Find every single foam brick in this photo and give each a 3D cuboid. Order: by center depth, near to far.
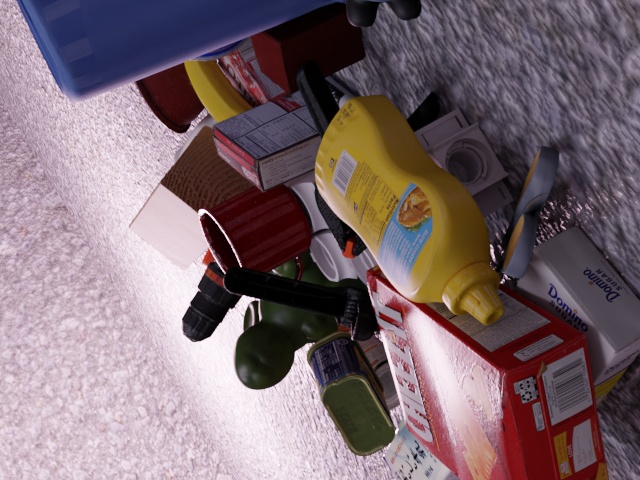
[{"bbox_3d":[-0.011,-0.166,0.883,0.053,0.078,0.051,44,154,43],"label":"foam brick"}]

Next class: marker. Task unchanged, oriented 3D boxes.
[{"bbox_3d":[0.013,-0.133,0.962,0.121,0.020,0.020,44,156,42],"label":"marker"}]

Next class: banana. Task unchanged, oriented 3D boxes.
[{"bbox_3d":[-0.093,-0.148,1.108,0.198,0.037,0.070,44,138,43],"label":"banana"}]

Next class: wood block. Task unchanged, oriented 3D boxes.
[{"bbox_3d":[-0.146,-0.044,1.238,0.091,0.090,0.206,38,158,-7],"label":"wood block"}]

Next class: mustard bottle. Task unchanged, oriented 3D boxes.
[{"bbox_3d":[0.068,-0.013,0.765,0.192,0.058,0.096,53,138,34],"label":"mustard bottle"}]

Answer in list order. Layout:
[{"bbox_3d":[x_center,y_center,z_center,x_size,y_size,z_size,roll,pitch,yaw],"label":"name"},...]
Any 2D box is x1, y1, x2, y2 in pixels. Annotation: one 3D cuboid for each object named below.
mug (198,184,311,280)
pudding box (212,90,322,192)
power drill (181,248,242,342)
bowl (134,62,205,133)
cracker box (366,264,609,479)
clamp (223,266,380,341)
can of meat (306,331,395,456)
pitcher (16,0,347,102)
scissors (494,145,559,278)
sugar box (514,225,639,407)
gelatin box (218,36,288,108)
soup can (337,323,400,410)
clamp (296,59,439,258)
[{"bbox_3d":[-0.057,0.001,1.052,0.117,0.081,0.093,63,162,-7],"label":"mug"},{"bbox_3d":[-0.030,-0.095,0.983,0.090,0.113,0.039,41,151,47],"label":"pudding box"},{"bbox_3d":[-0.105,0.027,1.268,0.057,0.184,0.188,33,-177,-10],"label":"power drill"},{"bbox_3d":[-0.164,-0.205,1.211,0.162,0.055,0.162,-19,-90,-74],"label":"bowl"},{"bbox_3d":[0.121,0.113,0.800,0.214,0.072,0.164,36,145,61],"label":"cracker box"},{"bbox_3d":[0.022,0.060,0.985,0.165,0.036,0.209,18,-175,31],"label":"clamp"},{"bbox_3d":[0.033,0.157,1.085,0.102,0.057,0.084,60,-176,-25],"label":"can of meat"},{"bbox_3d":[-0.108,-0.209,0.816,0.145,0.242,0.149,67,169,-19],"label":"pitcher"},{"bbox_3d":[0.136,0.011,0.762,0.016,0.096,0.202,16,149,6],"label":"scissors"},{"bbox_3d":[0.178,0.073,0.783,0.093,0.048,0.176,56,159,23],"label":"sugar box"},{"bbox_3d":[-0.071,-0.171,1.116,0.089,0.030,0.073,59,163,6],"label":"gelatin box"},{"bbox_3d":[0.051,0.139,1.194,0.102,0.068,0.068,36,150,52],"label":"soup can"},{"bbox_3d":[0.042,-0.060,0.869,0.120,0.039,0.171,15,128,31],"label":"clamp"}]
